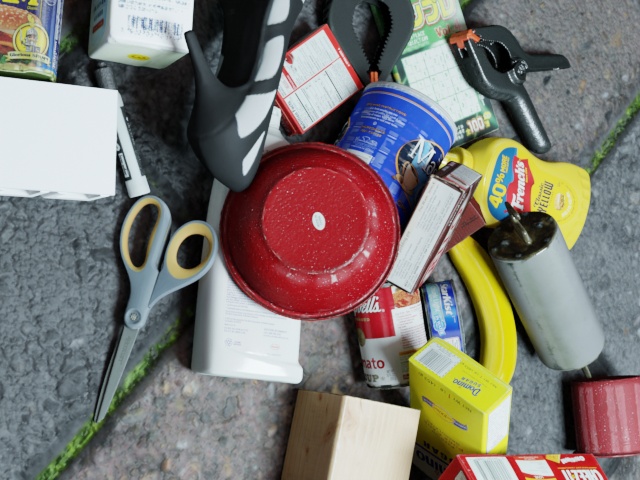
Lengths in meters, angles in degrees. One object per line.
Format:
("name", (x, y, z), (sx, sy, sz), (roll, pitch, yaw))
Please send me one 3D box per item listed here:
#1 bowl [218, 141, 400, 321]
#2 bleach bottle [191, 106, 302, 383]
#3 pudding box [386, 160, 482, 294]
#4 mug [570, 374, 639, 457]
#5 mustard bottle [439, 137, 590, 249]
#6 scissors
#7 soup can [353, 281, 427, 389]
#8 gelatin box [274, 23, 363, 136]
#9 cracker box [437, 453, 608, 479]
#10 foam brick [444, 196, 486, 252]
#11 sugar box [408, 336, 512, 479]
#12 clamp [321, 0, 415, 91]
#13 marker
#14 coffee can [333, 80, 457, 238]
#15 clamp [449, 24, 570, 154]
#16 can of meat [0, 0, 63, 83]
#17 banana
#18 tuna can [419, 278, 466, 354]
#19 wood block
("bowl", (-0.006, -0.013, 0.921), (0.162, 0.055, 0.162), (1, 81, -5))
("bleach bottle", (-0.056, 0.001, 0.981), (0.102, 0.068, 0.251), (10, 81, -26))
("pudding box", (0.104, -0.013, 0.993), (0.039, 0.090, 0.114), (27, 110, 11))
("mug", (0.326, 0.193, 1.186), (0.117, 0.093, 0.081), (4, 79, -61))
("mustard bottle", (0.197, -0.057, 1.133), (0.191, 0.058, 0.096), (18, 86, -28))
("scissors", (-0.142, 0.061, 0.932), (0.096, 0.016, 0.202), (3, 84, 6))
("soup can", (0.070, 0.088, 1.047), (0.068, 0.069, 0.102), (-12, 94, -30))
("gelatin box", (-0.013, -0.154, 1.032), (0.089, 0.030, 0.073), (-39, 107, -23))
("cracker box", (0.158, 0.293, 1.014), (0.163, 0.072, 0.214), (6, 130, -29))
("foam brick", (0.118, -0.023, 1.069), (0.078, 0.051, 0.053), (-34, 108, 12))
("sugar box", (0.130, 0.178, 1.014), (0.048, 0.093, 0.176), (-35, 142, -28))
("clamp", (0.057, -0.255, 1.059), (0.164, 0.036, 0.210), (-9, 95, -12))
("marker", (-0.176, -0.098, 0.941), (0.020, 0.020, 0.121), (-19, 97, -29))
("coffee can", (0.055, -0.067, 1.025), (0.102, 0.103, 0.140), (38, 70, -23))
("clamp", (0.210, -0.186, 1.152), (0.171, 0.039, 0.120), (39, 58, -32))
("can of meat", (-0.260, -0.175, 0.863), (0.102, 0.057, 0.084), (5, 88, -8))
("banana", (0.172, 0.081, 1.124), (0.069, 0.037, 0.198), (-8, 92, -32))
("tuna can", (0.122, 0.083, 1.066), (0.034, 0.086, 0.086), (-9, 92, 2))
("wood block", (0.017, 0.250, 0.996), (0.090, 0.090, 0.206), (16, 79, -29))
